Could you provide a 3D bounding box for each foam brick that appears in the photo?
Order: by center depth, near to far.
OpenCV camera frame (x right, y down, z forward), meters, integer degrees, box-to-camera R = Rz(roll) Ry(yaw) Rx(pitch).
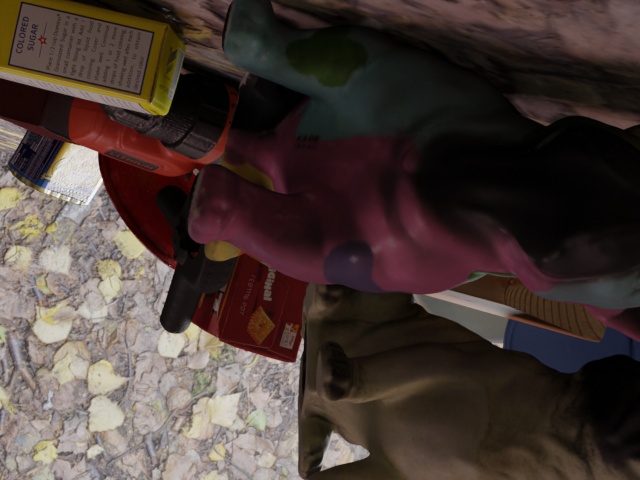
[{"bbox_3d":[-0.216,-0.111,0.841,0.051,0.053,0.078,17,176,18],"label":"foam brick"}]

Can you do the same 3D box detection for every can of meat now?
[{"bbox_3d":[-0.248,-0.087,1.051,0.057,0.084,0.102,34,-175,29],"label":"can of meat"}]

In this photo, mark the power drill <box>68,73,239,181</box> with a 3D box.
[{"bbox_3d":[-0.099,-0.077,0.723,0.184,0.057,0.188,20,176,-37],"label":"power drill"}]

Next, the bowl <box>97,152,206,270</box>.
[{"bbox_3d":[-0.138,-0.049,1.022,0.162,0.055,0.162,49,-160,-25],"label":"bowl"}]

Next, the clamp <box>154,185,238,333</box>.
[{"bbox_3d":[-0.096,-0.005,0.810,0.039,0.120,0.172,-5,164,-27],"label":"clamp"}]

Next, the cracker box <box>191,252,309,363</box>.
[{"bbox_3d":[-0.056,0.001,0.889,0.072,0.164,0.214,16,178,-16],"label":"cracker box"}]

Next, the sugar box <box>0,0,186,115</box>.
[{"bbox_3d":[-0.162,-0.105,0.543,0.176,0.048,0.093,15,-178,-3],"label":"sugar box"}]
